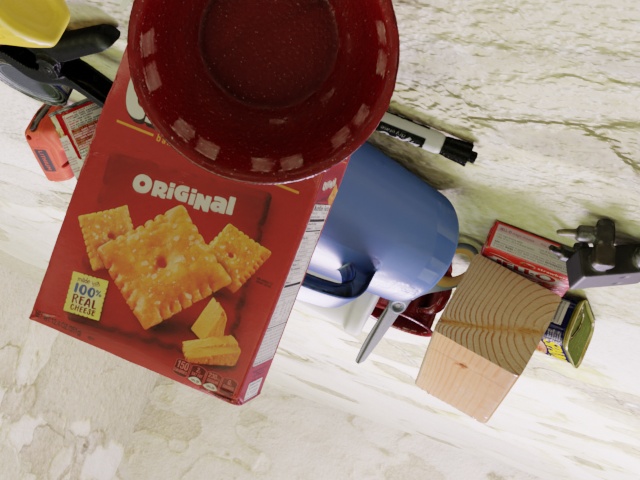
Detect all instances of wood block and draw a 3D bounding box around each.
[{"bbox_3d":[0.161,0.105,1.065,0.091,0.090,0.206,29,161,10],"label":"wood block"}]

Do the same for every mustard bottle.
[{"bbox_3d":[-0.298,-0.200,0.889,0.192,0.058,0.096,10,161,43],"label":"mustard bottle"}]

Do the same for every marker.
[{"bbox_3d":[0.064,-0.086,0.825,0.121,0.020,0.020,22,167,2],"label":"marker"}]

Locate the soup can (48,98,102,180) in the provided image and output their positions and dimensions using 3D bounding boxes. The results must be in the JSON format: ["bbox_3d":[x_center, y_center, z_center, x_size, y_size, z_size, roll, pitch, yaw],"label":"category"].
[{"bbox_3d":[-0.218,-0.091,1.060,0.069,0.068,0.102,-4,111,62],"label":"soup can"}]

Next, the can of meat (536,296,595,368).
[{"bbox_3d":[0.240,0.088,1.142,0.084,0.057,0.102,19,166,27],"label":"can of meat"}]

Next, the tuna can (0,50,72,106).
[{"bbox_3d":[-0.281,-0.167,1.044,0.086,0.033,0.086,21,167,5],"label":"tuna can"}]

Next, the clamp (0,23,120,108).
[{"bbox_3d":[-0.228,-0.157,0.961,0.172,0.039,0.120,19,145,29],"label":"clamp"}]

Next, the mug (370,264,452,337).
[{"bbox_3d":[0.102,0.052,1.168,0.093,0.081,0.117,30,165,-28],"label":"mug"}]

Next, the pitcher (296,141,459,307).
[{"bbox_3d":[0.004,-0.025,0.884,0.242,0.149,0.145,26,180,-39],"label":"pitcher"}]

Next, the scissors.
[{"bbox_3d":[0.101,0.062,1.103,0.096,0.016,0.202,11,127,-2],"label":"scissors"}]

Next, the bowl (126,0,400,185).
[{"bbox_3d":[-0.033,-0.118,0.649,0.162,0.162,0.055,24,-162,-7],"label":"bowl"}]

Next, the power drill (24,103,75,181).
[{"bbox_3d":[-0.222,-0.078,1.183,0.188,0.057,0.184,17,148,17],"label":"power drill"}]

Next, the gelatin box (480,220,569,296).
[{"bbox_3d":[0.195,0.019,0.999,0.089,0.030,0.073,21,166,8],"label":"gelatin box"}]

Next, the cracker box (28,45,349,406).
[{"bbox_3d":[-0.087,-0.014,0.741,0.164,0.214,0.072,22,-173,10],"label":"cracker box"}]
